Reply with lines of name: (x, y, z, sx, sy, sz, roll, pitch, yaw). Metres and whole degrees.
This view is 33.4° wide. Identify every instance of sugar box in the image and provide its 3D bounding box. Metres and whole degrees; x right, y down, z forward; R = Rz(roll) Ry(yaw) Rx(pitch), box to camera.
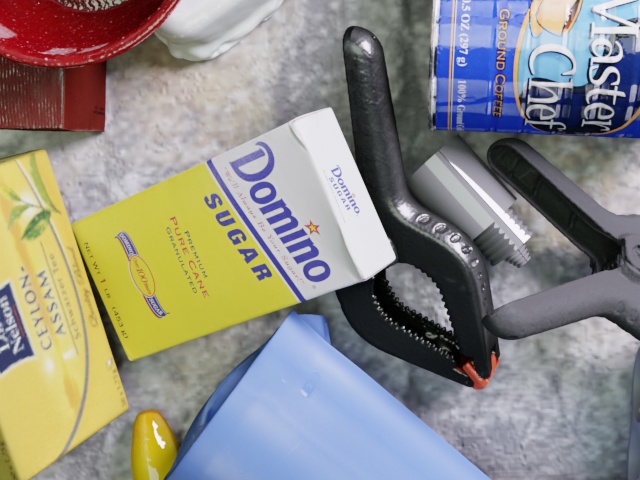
sugar box: (-0.054, 0.001, 0.604, 0.177, 0.048, 0.093, -22, 94, 35)

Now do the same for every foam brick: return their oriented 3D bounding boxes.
foam brick: (-0.163, -0.090, 0.631, 0.051, 0.078, 0.053, 2, 94, 6)

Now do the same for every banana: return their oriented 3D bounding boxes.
banana: (-0.058, 0.193, 0.658, 0.198, 0.037, 0.069, 43, 81, 2)

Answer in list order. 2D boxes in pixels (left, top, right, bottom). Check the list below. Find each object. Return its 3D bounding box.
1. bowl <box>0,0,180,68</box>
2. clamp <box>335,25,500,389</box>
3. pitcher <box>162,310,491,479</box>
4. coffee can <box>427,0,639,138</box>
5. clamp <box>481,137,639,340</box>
bowl: (-0.131, -0.171, 0.570, 0.162, 0.055, 0.162, 1, 94, 9)
clamp: (0.022, 0.004, 0.618, 0.165, 0.036, 0.210, -31, 98, 34)
pitcher: (0.029, 0.168, 0.592, 0.243, 0.145, 0.149, 37, 99, 1)
coffee can: (0.131, -0.107, 0.575, 0.140, 0.102, 0.103, 3, 94, 8)
clamp: (0.159, 0.022, 0.581, 0.171, 0.039, 0.120, 23, 63, -8)
